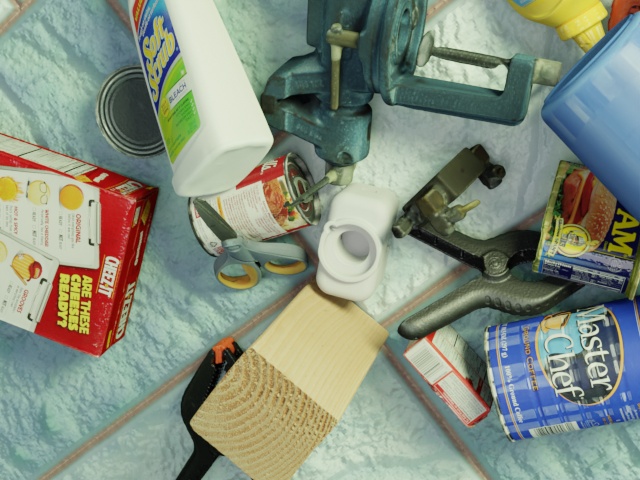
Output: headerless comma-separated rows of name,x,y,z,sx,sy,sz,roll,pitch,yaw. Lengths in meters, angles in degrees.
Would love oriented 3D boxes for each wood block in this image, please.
wood block,-0.020,0.115,0.912,0.091,0.206,0.090,39,110,2

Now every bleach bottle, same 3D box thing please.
bleach bottle,-0.123,-0.170,0.916,0.103,0.067,0.251,-41,67,50

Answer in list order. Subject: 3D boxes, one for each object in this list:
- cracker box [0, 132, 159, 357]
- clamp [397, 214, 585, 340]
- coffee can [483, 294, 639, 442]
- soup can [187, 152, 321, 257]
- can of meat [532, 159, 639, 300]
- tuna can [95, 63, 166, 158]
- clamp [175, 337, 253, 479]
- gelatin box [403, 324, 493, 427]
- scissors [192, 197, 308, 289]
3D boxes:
cracker box,-0.277,-0.005,1.021,0.214,0.072,0.164,19,108,8
clamp,0.143,0.020,0.921,0.171,0.039,0.120,-8,66,1
coffee can,0.220,0.108,0.902,0.140,0.102,0.103,-14,100,18
soup can,-0.059,-0.030,0.958,0.102,0.068,0.068,-19,99,19
can of meat,0.226,-0.011,0.876,0.084,0.057,0.102,14,66,14
tuna can,-0.161,-0.120,0.980,0.086,0.033,0.086,4,105,14
clamp,-0.079,0.200,1.039,0.165,0.036,0.210,8,106,13
gelatin box,0.117,0.113,0.946,0.030,0.073,0.089,-41,92,21
scissors,-0.056,0.001,0.920,0.096,0.202,0.016,-6,69,-5
